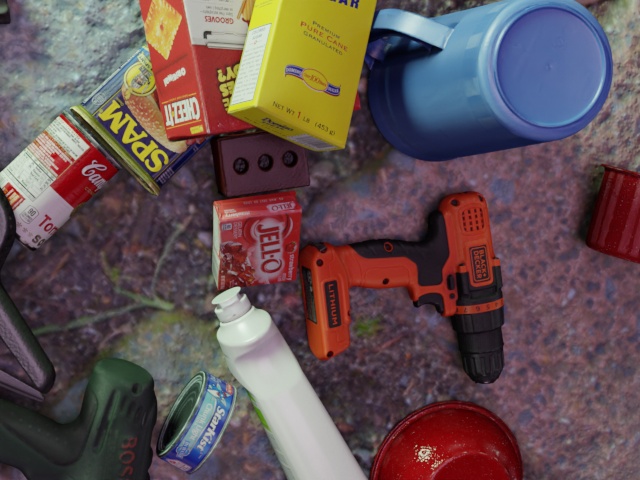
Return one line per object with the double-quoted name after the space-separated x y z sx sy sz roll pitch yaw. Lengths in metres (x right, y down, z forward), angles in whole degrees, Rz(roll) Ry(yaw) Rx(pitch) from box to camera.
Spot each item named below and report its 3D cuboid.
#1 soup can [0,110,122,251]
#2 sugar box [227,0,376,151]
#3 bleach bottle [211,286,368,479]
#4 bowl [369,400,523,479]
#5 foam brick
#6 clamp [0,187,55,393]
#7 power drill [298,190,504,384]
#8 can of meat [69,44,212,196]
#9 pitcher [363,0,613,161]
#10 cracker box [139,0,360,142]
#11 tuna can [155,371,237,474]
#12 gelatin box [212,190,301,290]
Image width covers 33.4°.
-0.225 -0.049 0.888 0.102 0.068 0.068 -45 105 -5 "soup can"
-0.007 -0.168 0.847 0.093 0.048 0.176 21 77 -36 "sugar box"
-0.024 0.157 0.946 0.068 0.103 0.251 -30 104 -14 "bleach bottle"
0.131 0.238 1.021 0.162 0.055 0.162 -2 97 -15 "bowl"
-0.053 -0.070 0.938 0.078 0.051 0.053 -10 99 -13 "foam brick"
-0.279 0.024 0.836 0.164 0.036 0.210 10 93 -9 "clamp"
0.080 0.057 0.987 0.187 0.057 0.184 -10 95 -16 "power drill"
-0.146 -0.103 0.909 0.084 0.057 0.102 -45 106 -9 "can of meat"
0.126 -0.137 0.878 0.149 0.243 0.145 -16 97 -13 "pitcher"
-0.065 -0.199 0.878 0.163 0.072 0.214 -14 97 -38 "cracker box"
-0.109 0.158 0.934 0.033 0.086 0.086 31 88 -15 "tuna can"
-0.056 0.001 0.935 0.073 0.030 0.089 -7 136 -14 "gelatin box"
